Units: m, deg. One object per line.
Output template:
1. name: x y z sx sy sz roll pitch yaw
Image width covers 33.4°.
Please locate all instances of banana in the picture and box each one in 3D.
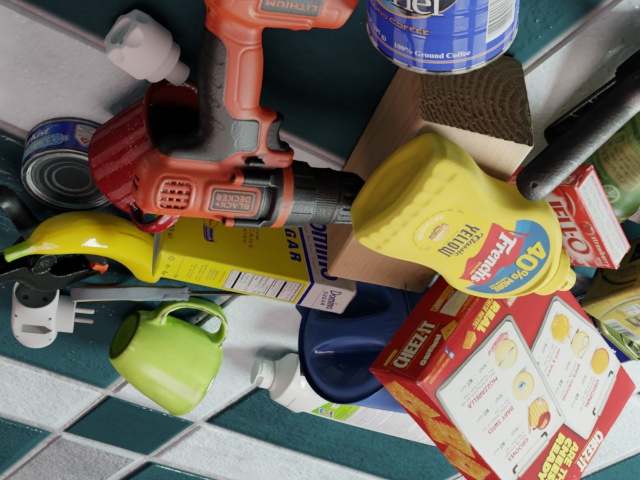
1. banana: -0.190 0.005 0.952 0.070 0.037 0.197 -23 160 26

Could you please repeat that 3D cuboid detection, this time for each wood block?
1. wood block: 0.080 -0.055 0.859 0.090 0.090 0.206 11 143 -15

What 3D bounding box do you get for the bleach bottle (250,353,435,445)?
1. bleach bottle: 0.047 0.169 1.194 0.250 0.068 0.103 15 142 -16

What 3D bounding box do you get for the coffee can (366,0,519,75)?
1. coffee can: 0.077 -0.188 0.661 0.103 0.103 0.140 -3 144 3

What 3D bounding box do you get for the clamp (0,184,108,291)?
1. clamp: -0.252 0.002 0.941 0.171 0.039 0.120 -4 140 -53

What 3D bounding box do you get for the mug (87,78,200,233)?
1. mug: -0.127 -0.060 0.833 0.082 0.117 0.093 -25 149 37

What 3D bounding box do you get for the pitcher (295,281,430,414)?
1. pitcher: 0.096 0.106 1.044 0.145 0.149 0.242 -30 146 32

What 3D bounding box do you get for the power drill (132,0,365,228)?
1. power drill: -0.031 -0.096 0.756 0.184 0.057 0.188 3 115 -25

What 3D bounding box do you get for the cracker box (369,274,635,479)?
1. cracker box: 0.161 0.118 0.915 0.072 0.164 0.213 9 145 54

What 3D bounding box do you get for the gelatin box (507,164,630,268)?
1. gelatin box: 0.197 -0.019 0.859 0.073 0.030 0.089 4 136 49

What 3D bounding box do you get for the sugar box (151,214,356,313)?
1. sugar box: -0.056 0.001 0.933 0.176 0.093 0.048 10 143 -15

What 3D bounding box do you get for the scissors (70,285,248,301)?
1. scissors: -0.156 0.052 1.061 0.201 0.016 0.096 2 178 -34

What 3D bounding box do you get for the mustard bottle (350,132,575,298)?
1. mustard bottle: 0.122 -0.004 0.799 0.191 0.058 0.096 25 124 -31

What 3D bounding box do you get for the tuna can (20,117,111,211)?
1. tuna can: -0.207 -0.062 0.895 0.086 0.033 0.086 0 144 0

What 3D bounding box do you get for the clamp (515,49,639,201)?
1. clamp: 0.231 -0.115 0.779 0.210 0.164 0.036 -42 92 20
